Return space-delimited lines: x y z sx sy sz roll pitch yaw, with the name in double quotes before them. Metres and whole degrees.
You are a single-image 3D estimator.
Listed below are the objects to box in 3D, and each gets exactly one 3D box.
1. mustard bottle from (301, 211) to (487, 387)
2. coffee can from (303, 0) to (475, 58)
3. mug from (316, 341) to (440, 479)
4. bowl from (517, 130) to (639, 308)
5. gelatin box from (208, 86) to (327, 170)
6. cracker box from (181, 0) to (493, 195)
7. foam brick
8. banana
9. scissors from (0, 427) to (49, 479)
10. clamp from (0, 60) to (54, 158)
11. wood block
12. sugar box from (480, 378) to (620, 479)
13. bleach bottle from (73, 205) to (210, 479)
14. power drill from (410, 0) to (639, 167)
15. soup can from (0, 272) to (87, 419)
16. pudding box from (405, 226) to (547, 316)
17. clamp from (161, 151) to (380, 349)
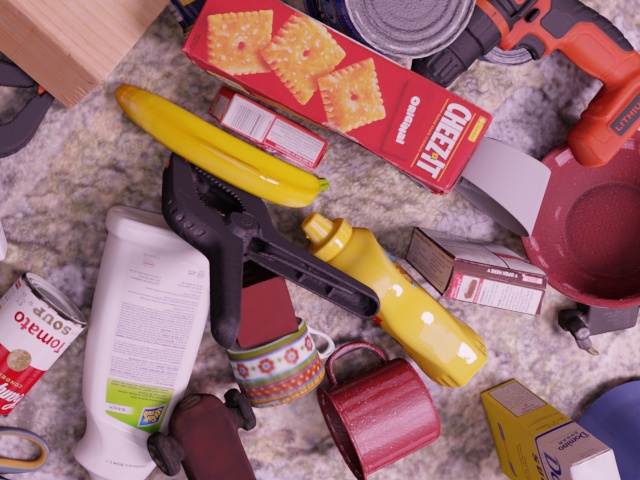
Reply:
"mustard bottle" 0.056 0.044 0.915 0.191 0.096 0.058 44 90 -18
"coffee can" 0.050 -0.197 0.839 0.102 0.140 0.103 -3 102 -13
"mug" 0.048 0.145 0.945 0.081 0.093 0.117 -24 79 -12
"bowl" 0.259 -0.016 0.949 0.162 0.055 0.162 -4 77 16
"gelatin box" -0.043 -0.092 0.875 0.089 0.073 0.030 26 96 -18
"cracker box" 0.017 -0.110 0.805 0.214 0.164 0.072 30 96 4
"foam brick" -0.056 0.050 0.900 0.053 0.078 0.051 -17 107 -9
"banana" -0.078 -0.071 0.872 0.197 0.070 0.037 26 97 -16
"scissors" -0.331 0.200 0.901 0.201 0.016 0.096 -3 102 -12
"clamp" -0.284 -0.083 0.839 0.171 0.039 0.120 -15 106 -10
"wood block" -0.227 -0.205 0.786 0.206 0.091 0.090 42 65 -18
"sugar box" 0.204 0.196 0.940 0.048 0.176 0.093 -21 106 -8
"bleach bottle" -0.160 0.104 0.897 0.102 0.068 0.251 14 100 -17
"power drill" 0.188 -0.149 0.888 0.187 0.057 0.184 43 90 -18
"soup can" -0.248 0.085 0.869 0.068 0.068 0.102 42 89 -18
"pudding box" 0.133 0.025 0.921 0.090 0.113 0.039 11 100 -14
"clamp" -0.056 0.001 0.847 0.164 0.210 0.036 0 131 -41
